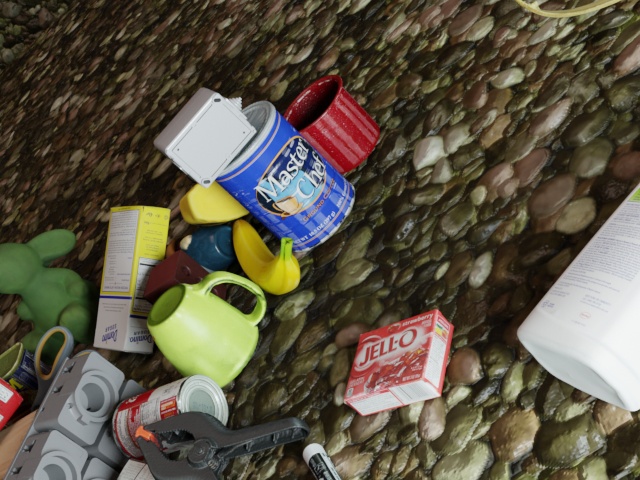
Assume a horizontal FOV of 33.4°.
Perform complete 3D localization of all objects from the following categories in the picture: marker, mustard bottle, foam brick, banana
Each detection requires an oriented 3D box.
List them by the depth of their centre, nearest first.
[{"bbox_3d":[0.013,0.204,0.866,0.020,0.020,0.121,-46,28,2],"label":"marker"},{"bbox_3d":[-0.057,0.020,1.160,0.198,0.037,0.069,-163,75,-68],"label":"banana"},{"bbox_3d":[-0.154,0.059,1.223,0.051,0.078,0.053,-33,31,28],"label":"foam brick"},{"bbox_3d":[-0.123,-0.050,1.304,0.096,0.058,0.192,-21,3,-12],"label":"mustard bottle"}]

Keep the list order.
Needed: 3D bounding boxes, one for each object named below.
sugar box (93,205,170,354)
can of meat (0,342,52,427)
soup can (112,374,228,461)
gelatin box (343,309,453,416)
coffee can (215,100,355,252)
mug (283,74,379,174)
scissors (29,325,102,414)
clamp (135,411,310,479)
[{"bbox_3d":[-0.230,0.047,1.300,0.094,0.048,0.176,-1,83,55],"label":"sugar box"},{"bbox_3d":[-0.387,0.191,1.368,0.102,0.083,0.057,-35,30,22],"label":"can of meat"},{"bbox_3d":[-0.151,0.179,1.073,0.102,0.068,0.068,-24,36,36],"label":"soup can"},{"bbox_3d":[0.066,0.104,0.908,0.089,0.030,0.073,-22,37,38],"label":"gelatin box"},{"bbox_3d":[-0.045,-0.069,1.167,0.103,0.140,0.103,-34,30,23],"label":"coffee can"},{"bbox_3d":[0.008,-0.131,1.237,0.093,0.081,0.117,-54,29,-12],"label":"mug"},{"bbox_3d":[-0.328,0.207,1.322,0.016,0.096,0.202,-58,-19,-85],"label":"scissors"},{"bbox_3d":[-0.101,0.207,0.962,0.172,0.039,0.120,0,48,31],"label":"clamp"}]
